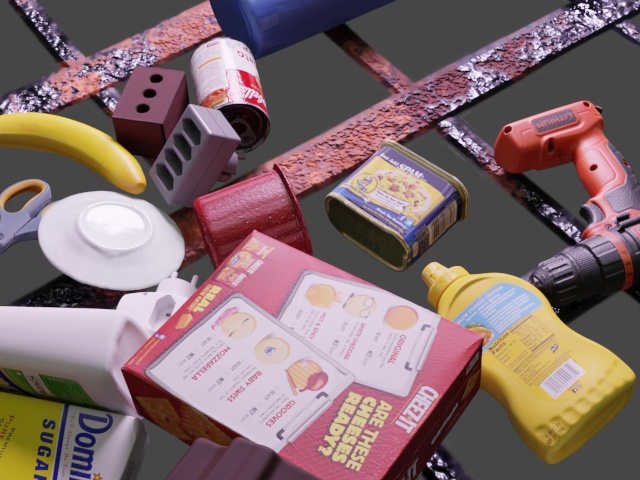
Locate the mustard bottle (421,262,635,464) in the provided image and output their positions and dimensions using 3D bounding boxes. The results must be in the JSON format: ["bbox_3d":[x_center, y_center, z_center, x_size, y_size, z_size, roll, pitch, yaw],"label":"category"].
[{"bbox_3d":[0.150,0.082,0.855,0.096,0.058,0.192,-38,58,-12],"label":"mustard bottle"}]

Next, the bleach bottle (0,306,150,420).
[{"bbox_3d":[-0.262,0.090,0.853,0.251,0.102,0.068,3,60,15],"label":"bleach bottle"}]

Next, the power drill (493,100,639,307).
[{"bbox_3d":[0.232,-0.033,0.951,0.184,0.057,0.188,-18,54,-17],"label":"power drill"}]

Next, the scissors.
[{"bbox_3d":[-0.260,0.002,0.929,0.096,0.016,0.201,10,32,-2],"label":"scissors"}]

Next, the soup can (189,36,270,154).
[{"bbox_3d":[-0.090,-0.142,1.046,0.068,0.068,0.102,-10,50,-6],"label":"soup can"}]

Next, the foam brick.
[{"bbox_3d":[-0.165,-0.126,1.046,0.053,0.051,0.078,8,51,8],"label":"foam brick"}]

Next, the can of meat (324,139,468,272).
[{"bbox_3d":[0.067,-0.030,0.955,0.102,0.057,0.083,34,61,27],"label":"can of meat"}]

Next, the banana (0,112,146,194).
[{"bbox_3d":[-0.250,-0.088,1.029,0.198,0.037,0.069,12,57,12],"label":"banana"}]

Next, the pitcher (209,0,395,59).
[{"bbox_3d":[0.000,-0.296,1.134,0.242,0.145,0.149,-29,23,-17],"label":"pitcher"}]

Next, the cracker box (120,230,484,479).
[{"bbox_3d":[-0.012,0.102,0.789,0.214,0.072,0.164,25,54,27],"label":"cracker box"}]

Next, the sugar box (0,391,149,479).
[{"bbox_3d":[-0.228,0.166,0.809,0.176,0.048,0.093,7,51,10],"label":"sugar box"}]

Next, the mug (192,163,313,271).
[{"bbox_3d":[-0.056,0.001,0.922,0.081,0.093,0.117,-20,89,-8],"label":"mug"}]
